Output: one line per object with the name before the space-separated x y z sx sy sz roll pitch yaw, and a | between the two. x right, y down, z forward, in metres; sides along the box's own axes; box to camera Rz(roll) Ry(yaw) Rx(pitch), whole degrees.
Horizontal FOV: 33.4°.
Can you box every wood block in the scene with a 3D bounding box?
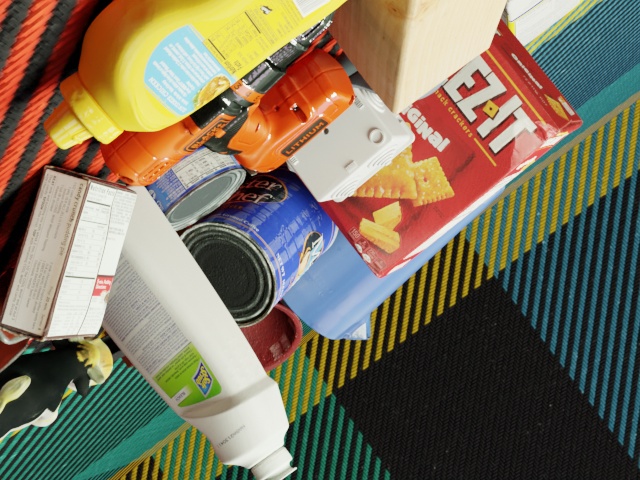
wood block | 0.061 -0.168 0.675 0.091 0.090 0.206 -35 171 -5

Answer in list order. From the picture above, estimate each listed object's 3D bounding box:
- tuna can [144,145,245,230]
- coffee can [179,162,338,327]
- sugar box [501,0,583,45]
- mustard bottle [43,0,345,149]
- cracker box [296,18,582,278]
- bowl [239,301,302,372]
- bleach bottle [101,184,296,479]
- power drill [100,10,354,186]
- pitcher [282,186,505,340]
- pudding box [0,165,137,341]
tuna can | -0.105 -0.044 0.873 0.086 0.034 0.086 -35 171 -7
coffee can | -0.056 0.001 0.976 0.103 0.103 0.140 -42 -178 36
sugar box | 0.201 -0.238 0.990 0.093 0.048 0.176 -37 168 5
mustard bottle | -0.068 -0.112 0.573 0.191 0.058 0.096 -37 163 4
cracker box | 0.082 -0.093 0.904 0.214 0.164 0.072 -41 172 31
bowl | -0.103 0.092 1.168 0.162 0.055 0.162 -9 143 -7
bleach bottle | -0.106 0.083 0.823 0.067 0.251 0.103 -25 166 -49
power drill | -0.042 -0.105 0.732 0.185 0.057 0.187 -36 169 18
pitcher | 0.057 -0.027 1.086 0.243 0.145 0.149 -41 136 17
pudding box | -0.170 0.010 0.727 0.090 0.039 0.113 18 87 -78
